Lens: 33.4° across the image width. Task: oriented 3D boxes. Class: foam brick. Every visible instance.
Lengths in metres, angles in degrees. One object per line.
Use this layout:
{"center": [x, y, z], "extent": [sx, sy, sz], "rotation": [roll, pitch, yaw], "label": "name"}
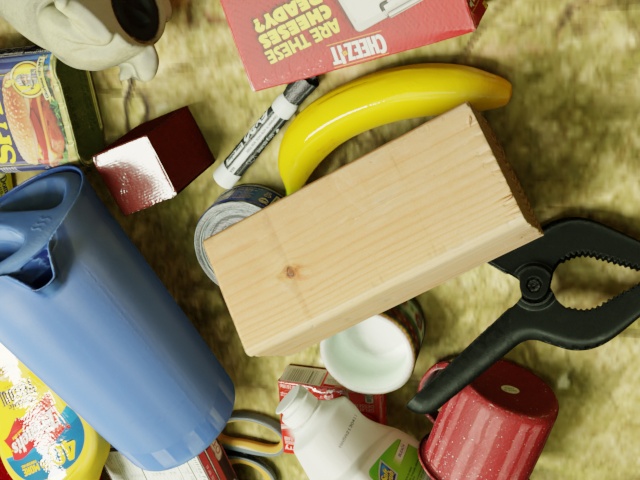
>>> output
{"center": [-0.125, -0.061, 0.811], "extent": [0.053, 0.078, 0.051], "rotation": [-18, 106, 25], "label": "foam brick"}

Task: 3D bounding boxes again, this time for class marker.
{"center": [-0.041, -0.085, 0.805], "extent": [0.020, 0.020, 0.121], "rotation": [41, 121, -4], "label": "marker"}

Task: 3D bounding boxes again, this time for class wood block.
{"center": [0.037, -0.003, 0.738], "extent": [0.206, 0.090, 0.091], "rotation": [-27, 77, 16], "label": "wood block"}

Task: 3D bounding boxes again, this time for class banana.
{"center": [0.038, -0.087, 0.770], "extent": [0.198, 0.037, 0.069], "rotation": [-26, 123, 29], "label": "banana"}

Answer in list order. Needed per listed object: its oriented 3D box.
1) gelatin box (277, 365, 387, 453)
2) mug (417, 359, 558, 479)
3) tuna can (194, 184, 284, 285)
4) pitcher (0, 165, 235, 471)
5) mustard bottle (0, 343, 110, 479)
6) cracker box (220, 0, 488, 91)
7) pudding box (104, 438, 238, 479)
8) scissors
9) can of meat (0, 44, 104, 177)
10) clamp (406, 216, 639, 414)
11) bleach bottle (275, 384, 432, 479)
{"center": [0.011, 0.146, 0.892], "extent": [0.089, 0.030, 0.073], "rotation": [5, 116, 17], "label": "gelatin box"}
{"center": [0.123, 0.138, 0.824], "extent": [0.117, 0.093, 0.082], "rotation": [38, 121, 36], "label": "mug"}
{"center": [-0.056, 0.001, 0.843], "extent": [0.086, 0.033, 0.086], "rotation": [8, 117, 15], "label": "tuna can"}
{"center": [-0.176, 0.066, 0.849], "extent": [0.145, 0.149, 0.242], "rotation": [-15, 126, 30], "label": "pitcher"}
{"center": [-0.233, 0.156, 0.908], "extent": [0.096, 0.058, 0.191], "rotation": [-25, 87, 13], "label": "mustard bottle"}
{"center": [0.000, -0.224, 0.694], "extent": [0.164, 0.072, 0.213], "rotation": [-11, 111, 24], "label": "cracker box"}
{"center": [-0.133, 0.207, 0.949], "extent": [0.114, 0.039, 0.090], "rotation": [-8, 117, 27], "label": "pudding box"}
{"center": [-0.121, 0.189, 0.967], "extent": [0.202, 0.016, 0.096], "rotation": [-2, 114, 20], "label": "scissors"}
{"center": [-0.224, -0.103, 0.838], "extent": [0.084, 0.057, 0.102], "rotation": [-2, 115, 17], "label": "can of meat"}
{"center": [0.147, 0.025, 0.767], "extent": [0.210, 0.036, 0.164], "rotation": [-14, 81, 12], "label": "clamp"}
{"center": [0.070, 0.199, 0.845], "extent": [0.250, 0.102, 0.068], "rotation": [41, 128, -8], "label": "bleach bottle"}
